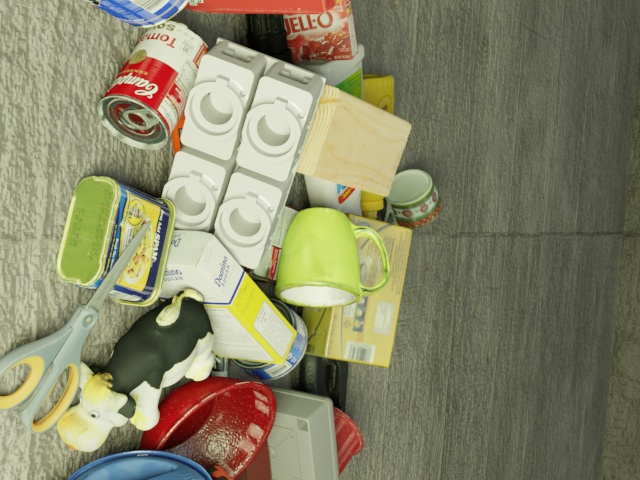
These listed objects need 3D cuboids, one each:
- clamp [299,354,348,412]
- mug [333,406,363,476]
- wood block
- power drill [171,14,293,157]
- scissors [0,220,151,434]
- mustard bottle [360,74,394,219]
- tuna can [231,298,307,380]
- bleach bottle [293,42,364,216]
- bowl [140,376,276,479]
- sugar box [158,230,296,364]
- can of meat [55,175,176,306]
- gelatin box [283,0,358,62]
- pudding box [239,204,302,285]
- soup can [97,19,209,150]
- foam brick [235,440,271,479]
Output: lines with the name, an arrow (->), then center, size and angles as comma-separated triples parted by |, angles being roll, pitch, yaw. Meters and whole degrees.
clamp -> -0.006, 0.137, 1.319 | 0.164, 0.036, 0.210 | -27, 115, -56
mug -> -0.007, 0.246, 1.279 | 0.081, 0.093, 0.117 | -50, 155, -39
wood block -> 0.010, -0.109, 1.116 | 0.205, 0.091, 0.090 | 8, 101, -65
power drill -> -0.081, -0.142, 1.099 | 0.187, 0.057, 0.184 | -40, 130, -53
scissors -> -0.211, 0.068, 0.876 | 0.096, 0.016, 0.202 | 14, 103, -52
mustard bottle -> 0.060, -0.115, 1.372 | 0.096, 0.058, 0.192 | -23, 116, -58
tuna can -> -0.059, 0.107, 1.161 | 0.033, 0.086, 0.086 | 49, 53, -52
bleach bottle -> 0.018, -0.106, 1.290 | 0.102, 0.068, 0.251 | -39, 131, -46
bowl -> -0.122, 0.189, 1.053 | 0.161, 0.055, 0.162 | -31, 143, -28
sugar box -> -0.104, 0.055, 1.040 | 0.176, 0.093, 0.048 | 57, 47, -43
can of meat -> -0.180, 0.000, 0.943 | 0.083, 0.058, 0.102 | 27, 71, -58
gelatin box -> -0.007, -0.237, 1.186 | 0.030, 0.089, 0.073 | -56, 142, -57
pudding box -> -0.058, 0.002, 1.195 | 0.113, 0.039, 0.090 | 22, 75, -63
soup can -> -0.148, -0.141, 0.963 | 0.102, 0.069, 0.068 | -66, 147, -31
foam brick -> -0.089, 0.259, 1.170 | 0.051, 0.053, 0.078 | -35, 125, -55
